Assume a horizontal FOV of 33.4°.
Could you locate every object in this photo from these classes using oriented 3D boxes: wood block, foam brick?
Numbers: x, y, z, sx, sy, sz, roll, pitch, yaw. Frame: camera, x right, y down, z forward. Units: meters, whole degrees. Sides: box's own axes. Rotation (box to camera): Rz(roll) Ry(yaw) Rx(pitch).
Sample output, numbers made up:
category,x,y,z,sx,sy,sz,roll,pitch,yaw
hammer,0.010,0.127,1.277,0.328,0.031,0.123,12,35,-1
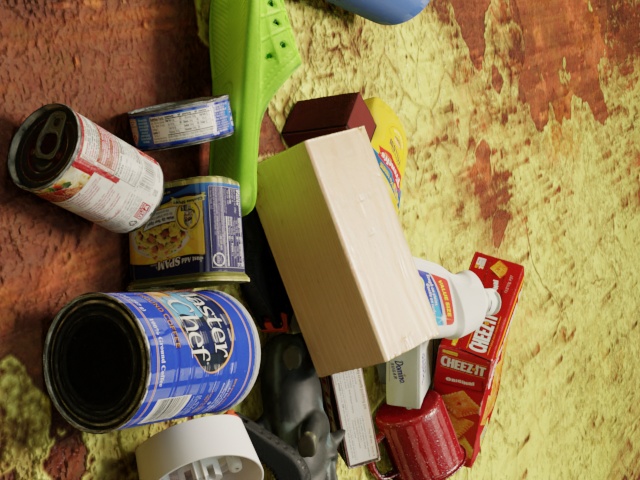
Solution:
category,x,y,z,sx,sy,sz,roll,pitch,yaw
wood block,0.020,0.011,0.989,0.090,0.091,0.206,-20,90,-46
foam brick,0.010,-0.115,1.114,0.053,0.078,0.051,57,40,-41

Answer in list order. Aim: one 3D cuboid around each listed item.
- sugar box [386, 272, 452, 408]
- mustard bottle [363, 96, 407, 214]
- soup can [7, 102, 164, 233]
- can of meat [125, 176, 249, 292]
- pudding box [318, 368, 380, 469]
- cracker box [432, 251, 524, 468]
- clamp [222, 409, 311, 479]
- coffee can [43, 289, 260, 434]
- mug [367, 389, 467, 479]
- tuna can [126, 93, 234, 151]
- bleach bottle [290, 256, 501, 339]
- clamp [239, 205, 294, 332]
category,x,y,z,sx,sy,sz,roll,pitch,yaw
sugar box,0.117,0.112,1.254,0.176,0.048,0.093,-47,140,-60
mustard bottle,0.056,-0.072,1.163,0.191,0.058,0.096,-77,147,-53
soup can,-0.174,-0.052,0.803,0.102,0.069,0.068,32,59,-54
can of meat,-0.111,-0.004,0.871,0.057,0.102,0.084,5,79,-58
pudding box,0.024,0.164,1.090,0.090,0.039,0.113,-142,-142,-77
cracker box,0.188,0.148,1.305,0.214,0.072,0.164,92,19,-45
clamp,-0.032,0.245,0.943,0.036,0.164,0.210,-81,154,-85
coffee can,-0.127,0.090,0.825,0.140,0.103,0.103,3,83,-59
mug,0.102,0.229,1.222,0.117,0.093,0.081,-26,107,-19
tuna can,-0.116,-0.098,0.891,0.086,0.086,0.034,-28,111,-57
bleach bottle,0.087,0.054,1.129,0.250,0.068,0.102,3,82,-32
clamp,-0.057,0.001,1.025,0.120,0.039,0.171,10,74,-47
